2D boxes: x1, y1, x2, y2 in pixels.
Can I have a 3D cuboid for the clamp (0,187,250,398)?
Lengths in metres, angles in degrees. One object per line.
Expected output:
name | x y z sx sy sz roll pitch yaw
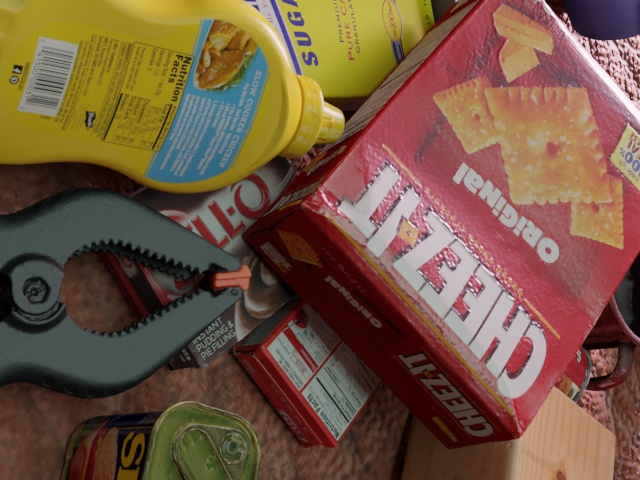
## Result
clamp | -0.135 0.015 0.467 0.209 0.036 0.164 -11 87 -26

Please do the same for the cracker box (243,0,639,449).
cracker box | 0.089 -0.022 0.581 0.164 0.072 0.213 46 59 -10

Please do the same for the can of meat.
can of meat | -0.079 0.127 0.480 0.057 0.084 0.102 23 67 -34

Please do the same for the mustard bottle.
mustard bottle | -0.071 -0.070 0.483 0.191 0.058 0.096 10 114 -33

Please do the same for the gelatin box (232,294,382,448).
gelatin box | 0.002 0.060 0.597 0.089 0.030 0.073 -48 113 -35

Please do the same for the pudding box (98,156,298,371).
pudding box | -0.054 0.001 0.557 0.113 0.039 0.090 -39 105 -38

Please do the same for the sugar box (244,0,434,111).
sugar box | -0.008 -0.122 0.616 0.175 0.048 0.093 -9 87 -42
